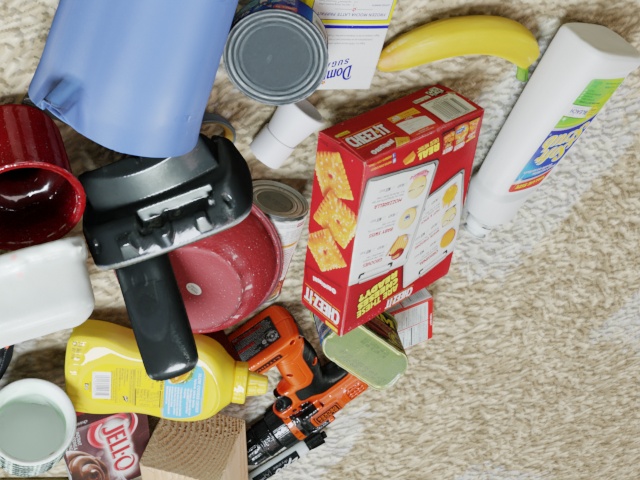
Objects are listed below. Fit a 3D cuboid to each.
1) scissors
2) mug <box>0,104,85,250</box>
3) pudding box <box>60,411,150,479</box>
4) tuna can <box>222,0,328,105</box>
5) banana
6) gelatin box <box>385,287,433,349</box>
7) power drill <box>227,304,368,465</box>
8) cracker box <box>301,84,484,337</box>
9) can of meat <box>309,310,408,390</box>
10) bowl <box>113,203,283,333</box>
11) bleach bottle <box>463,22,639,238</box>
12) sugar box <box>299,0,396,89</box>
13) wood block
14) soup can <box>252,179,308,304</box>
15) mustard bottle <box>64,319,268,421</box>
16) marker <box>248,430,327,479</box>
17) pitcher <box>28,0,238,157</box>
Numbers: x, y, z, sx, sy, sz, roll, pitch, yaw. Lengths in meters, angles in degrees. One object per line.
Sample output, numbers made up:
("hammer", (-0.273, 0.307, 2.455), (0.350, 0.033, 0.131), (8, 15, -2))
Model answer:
("scissors", (-0.148, -0.099, 0.909), (0.096, 0.016, 0.201), (-41, 139, 10))
("mug", (-0.245, -0.044, 0.841), (0.093, 0.081, 0.117), (18, 125, -40))
("pudding box", (-0.227, 0.213, 1.124), (0.089, 0.039, 0.113), (-18, 136, -21))
("tuna can", (-0.036, -0.156, 0.872), (0.086, 0.033, 0.086), (1, 126, 1))
("banana", (0.143, -0.183, 1.013), (0.197, 0.037, 0.070), (0, 127, -34))
("gelatin box", (0.085, 0.096, 1.232), (0.089, 0.030, 0.073), (-20, 136, -14))
("power drill", (-0.050, 0.164, 1.187), (0.184, 0.057, 0.187), (-37, 140, 1))
("cracker box", (0.066, -0.032, 1.053), (0.163, 0.072, 0.214), (-27, 140, -34))
("can of meat", (0.042, 0.103, 1.144), (0.102, 0.084, 0.057), (35, 106, -21))
("bowl", (-0.115, 0.030, 0.969), (0.162, 0.055, 0.162), (0, 123, 0))
("bleach bottle", (0.228, -0.106, 1.122), (0.102, 0.068, 0.251), (-8, 137, -45))
("sugar box", (0.019, -0.212, 0.899), (0.093, 0.048, 0.176), (-5, 133, -30))
("wood block", (-0.135, 0.287, 1.189), (0.091, 0.090, 0.206), (11, 133, 11))
("soup can", (-0.057, 0.001, 1.024), (0.068, 0.069, 0.102), (-2, 128, -32))
("mustard bottle", (-0.146, 0.130, 1.030), (0.191, 0.058, 0.096), (7, 121, -3))
("marker", (-0.045, 0.269, 1.312), (0.121, 0.020, 0.020), (-31, 138, -5))
("pitcher", (-0.112, -0.195, 0.779), (0.144, 0.149, 0.243), (13, 117, -23))
